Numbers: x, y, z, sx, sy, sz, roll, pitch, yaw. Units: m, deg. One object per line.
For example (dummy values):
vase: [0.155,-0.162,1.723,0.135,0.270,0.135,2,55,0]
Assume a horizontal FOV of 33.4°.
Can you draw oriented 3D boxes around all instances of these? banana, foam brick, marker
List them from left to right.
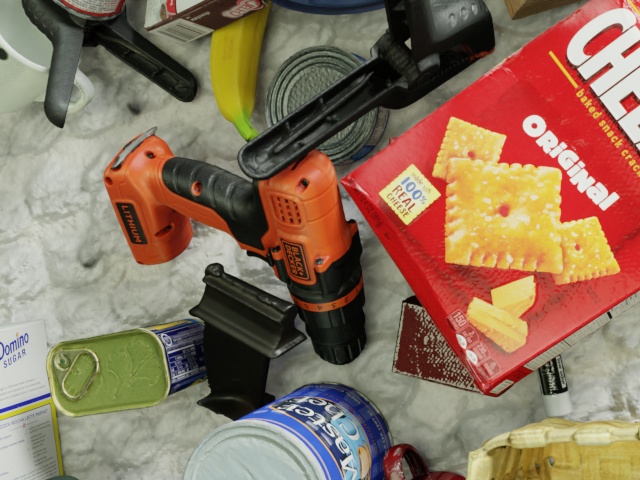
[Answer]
banana: [-0.045,-0.169,0.775,0.070,0.037,0.198,13,92,39]
foam brick: [0.095,0.071,0.733,0.078,0.053,0.051,12,98,20]
marker: [0.151,0.059,0.729,0.020,0.020,0.121,-12,89,22]

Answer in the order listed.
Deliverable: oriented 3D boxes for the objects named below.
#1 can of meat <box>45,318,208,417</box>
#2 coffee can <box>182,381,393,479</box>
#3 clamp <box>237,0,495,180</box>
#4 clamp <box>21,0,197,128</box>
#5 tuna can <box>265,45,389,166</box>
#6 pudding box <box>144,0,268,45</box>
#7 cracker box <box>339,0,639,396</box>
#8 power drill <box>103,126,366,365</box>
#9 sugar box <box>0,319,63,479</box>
can of meat: [-0.141,0.094,0.811,0.102,0.083,0.057,-11,90,22]
coffee can: [-0.018,0.160,0.737,0.103,0.140,0.103,2,94,21]
clamp: [0.044,-0.106,0.664,0.165,0.209,0.036,-45,78,30]
clamp: [-0.183,-0.157,0.803,0.171,0.120,0.039,52,137,15]
tuna can: [0.006,-0.096,0.767,0.086,0.033,0.086,2,94,21]
pudding box: [-0.080,-0.198,0.759,0.114,0.039,0.090,-9,74,48]
cracker box: [0.145,-0.029,0.660,0.214,0.072,0.164,-35,73,10]
power drill: [-0.055,0.001,0.760,0.188,0.057,0.184,15,136,29]
sugar box: [-0.253,0.157,0.855,0.048,0.093,0.176,-9,89,21]
